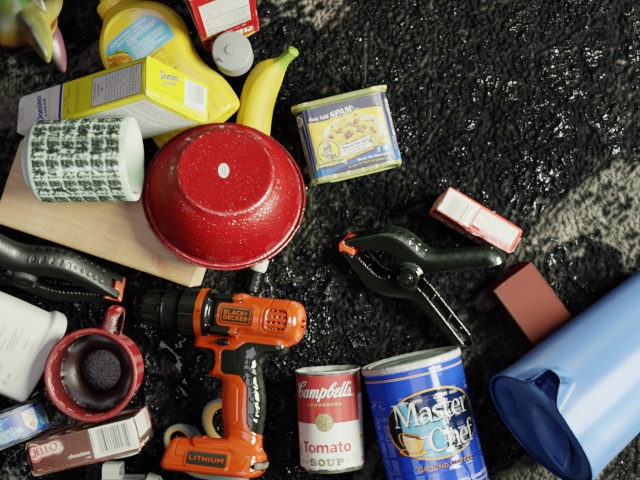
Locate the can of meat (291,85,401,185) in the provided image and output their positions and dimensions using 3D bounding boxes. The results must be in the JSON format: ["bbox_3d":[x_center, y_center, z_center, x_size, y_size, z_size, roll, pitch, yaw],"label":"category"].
[{"bbox_3d":[0.028,-0.108,1.114,0.102,0.057,0.084,-13,90,0],"label":"can of meat"}]

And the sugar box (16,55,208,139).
[{"bbox_3d":[-0.207,-0.130,1.058,0.177,0.093,0.048,-7,74,32],"label":"sugar box"}]

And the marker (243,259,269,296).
[{"bbox_3d":[-0.057,0.001,1.129,0.020,0.020,0.121,17,89,1],"label":"marker"}]

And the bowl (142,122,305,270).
[{"bbox_3d":[-0.092,-0.055,1.031,0.162,0.055,0.162,2,67,-6],"label":"bowl"}]

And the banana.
[{"bbox_3d":[-0.063,-0.103,1.112,0.037,0.070,0.198,4,92,-31],"label":"banana"}]

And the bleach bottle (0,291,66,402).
[{"bbox_3d":[-0.390,0.068,1.068,0.250,0.068,0.102,29,90,-19],"label":"bleach bottle"}]

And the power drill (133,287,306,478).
[{"bbox_3d":[-0.114,0.143,1.092,0.184,0.057,0.187,5,83,15],"label":"power drill"}]

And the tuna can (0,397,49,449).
[{"bbox_3d":[-0.323,0.192,1.093,0.086,0.086,0.034,-20,90,0],"label":"tuna can"}]

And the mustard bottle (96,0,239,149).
[{"bbox_3d":[-0.175,-0.191,1.116,0.096,0.058,0.191,-36,88,17],"label":"mustard bottle"}]

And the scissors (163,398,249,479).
[{"bbox_3d":[-0.071,0.246,1.124,0.202,0.016,0.096,35,89,1],"label":"scissors"}]

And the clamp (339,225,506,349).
[{"bbox_3d":[0.100,0.043,1.104,0.172,0.039,0.120,17,112,21],"label":"clamp"}]

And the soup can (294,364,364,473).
[{"bbox_3d":[0.010,0.183,1.100,0.068,0.068,0.102,-3,89,0],"label":"soup can"}]

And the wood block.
[{"bbox_3d":[-0.212,-0.027,1.096,0.206,0.091,0.090,18,88,1],"label":"wood block"}]

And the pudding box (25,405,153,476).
[{"bbox_3d":[-0.234,0.203,1.090,0.113,0.090,0.039,-12,90,-1],"label":"pudding box"}]

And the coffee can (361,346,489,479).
[{"bbox_3d":[0.106,0.187,1.081,0.103,0.103,0.140,-13,88,0],"label":"coffee can"}]

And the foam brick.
[{"bbox_3d":[0.216,0.067,1.108,0.051,0.053,0.078,-36,88,-1],"label":"foam brick"}]

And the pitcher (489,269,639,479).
[{"bbox_3d":[0.296,0.124,1.057,0.242,0.149,0.145,-36,97,-18],"label":"pitcher"}]

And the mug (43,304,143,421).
[{"bbox_3d":[-0.225,0.123,1.096,0.093,0.081,0.117,14,89,1],"label":"mug"}]

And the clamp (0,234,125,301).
[{"bbox_3d":[-0.308,0.030,1.096,0.209,0.165,0.036,17,62,-20],"label":"clamp"}]

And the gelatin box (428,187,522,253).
[{"bbox_3d":[0.159,-0.018,1.101,0.089,0.073,0.030,31,88,1],"label":"gelatin box"}]

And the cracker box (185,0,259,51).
[{"bbox_3d":[-0.118,-0.292,1.042,0.072,0.214,0.164,-21,89,-2],"label":"cracker box"}]
